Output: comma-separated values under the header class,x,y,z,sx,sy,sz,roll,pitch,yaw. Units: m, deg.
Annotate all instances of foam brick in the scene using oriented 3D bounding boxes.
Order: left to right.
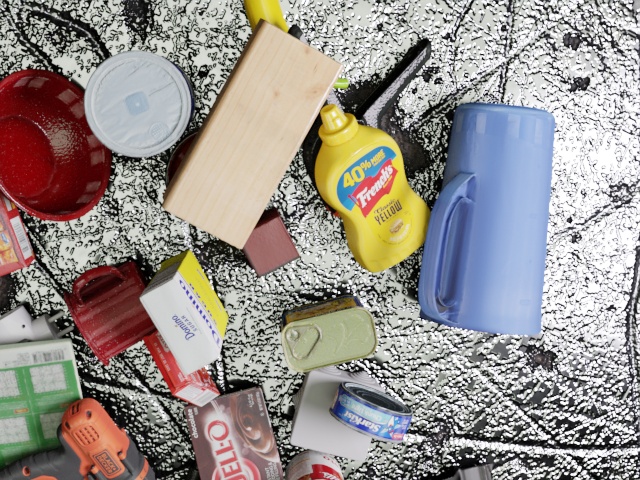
class,x,y,z,sx,sy,sz,roll,pitch,yaw
foam brick,-0.058,0.001,1.158,0.051,0.078,0.053,-28,102,0

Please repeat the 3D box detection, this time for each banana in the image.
class,x,y,z,sx,sy,sz,roll,pitch,yaw
banana,-0.044,-0.236,1.147,0.069,0.037,0.198,-35,104,-28

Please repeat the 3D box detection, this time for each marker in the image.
class,x,y,z,sx,sy,sz,roll,pitch,yaw
marker,-0.162,0.310,1.225,0.020,0.020,0.121,22,96,-7

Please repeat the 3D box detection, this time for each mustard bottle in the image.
class,x,y,z,sx,sy,sz,roll,pitch,yaw
mustard bottle,0.047,-0.063,1.131,0.096,0.058,0.191,-36,122,-10

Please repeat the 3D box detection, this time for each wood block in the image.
class,x,y,z,sx,sy,sz,roll,pitch,yaw
wood block,-0.070,-0.108,1.064,0.090,0.091,0.206,28,99,-11

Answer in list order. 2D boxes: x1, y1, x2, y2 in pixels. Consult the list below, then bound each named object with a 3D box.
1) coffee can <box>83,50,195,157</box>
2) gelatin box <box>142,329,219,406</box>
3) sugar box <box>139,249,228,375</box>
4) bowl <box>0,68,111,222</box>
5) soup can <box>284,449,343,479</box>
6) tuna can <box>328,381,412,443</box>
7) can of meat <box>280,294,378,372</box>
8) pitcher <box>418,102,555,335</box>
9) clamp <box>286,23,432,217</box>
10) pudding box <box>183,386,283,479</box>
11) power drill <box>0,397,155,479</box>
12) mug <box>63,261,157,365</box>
class,x,y,z,sx,sy,sz,roll,pitch,yaw
coffee can,-0.182,-0.141,1.095,0.102,0.140,0.103,-1,98,-4
gelatin box,-0.149,0.136,1.153,0.030,0.089,0.073,-33,68,3
sugar box,-0.138,0.070,1.112,0.048,0.176,0.093,-29,99,0
bowl,-0.297,-0.094,1.111,0.055,0.161,0.162,-13,102,38
soup can,-0.005,0.281,1.190,0.068,0.102,0.068,-1,98,-4
tuna can,0.054,0.182,1.138,0.086,0.086,0.034,21,95,-7
can of meat,0.006,0.100,1.174,0.102,0.084,0.057,-14,99,-2
pitcher,0.178,-0.023,1.142,0.145,0.149,0.243,6,95,-1
clamp,0.022,-0.131,1.151,0.164,0.036,0.210,9,105,-22
pudding box,-0.096,0.229,1.198,0.090,0.039,0.113,-14,84,-2
power drill,-0.281,0.278,1.183,0.187,0.057,0.184,-27,117,3
mug,-0.222,0.068,1.144,0.081,0.093,0.117,-30,136,-4
